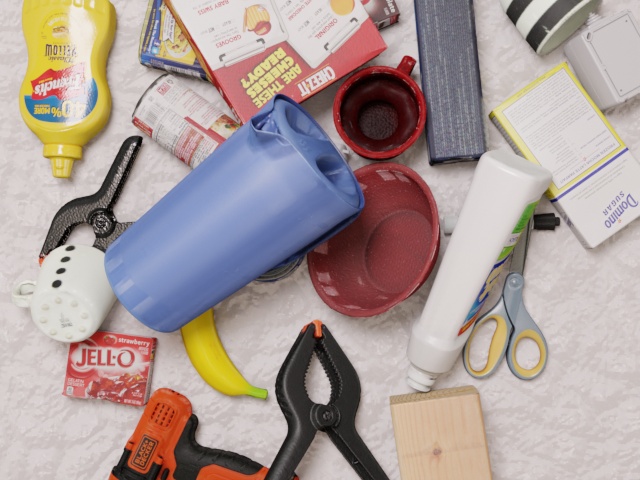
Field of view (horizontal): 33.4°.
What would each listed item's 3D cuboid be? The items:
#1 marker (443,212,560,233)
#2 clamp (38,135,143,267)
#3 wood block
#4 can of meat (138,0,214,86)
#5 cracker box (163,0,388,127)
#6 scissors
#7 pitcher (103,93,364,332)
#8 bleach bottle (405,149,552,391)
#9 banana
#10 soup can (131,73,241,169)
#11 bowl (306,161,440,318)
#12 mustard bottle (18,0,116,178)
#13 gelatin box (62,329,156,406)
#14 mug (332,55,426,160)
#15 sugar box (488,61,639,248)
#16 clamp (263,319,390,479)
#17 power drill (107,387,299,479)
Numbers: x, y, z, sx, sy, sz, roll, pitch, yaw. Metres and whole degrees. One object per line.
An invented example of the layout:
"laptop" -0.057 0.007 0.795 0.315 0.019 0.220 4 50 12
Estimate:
"marker" 0.190 -0.018 1.117 0.121 0.020 0.020 -1 87 3
"clamp" -0.228 -0.031 1.131 0.171 0.039 0.120 -24 83 2
"wood block" 0.129 0.257 1.073 0.091 0.090 0.206 -8 87 3
"can of meat" -0.140 -0.223 1.127 0.084 0.057 0.102 14 88 5
"cracker box" -0.060 -0.237 1.063 0.164 0.072 0.213 -32 95 -4
"scissors" 0.215 0.058 1.106 0.096 0.016 0.202 26 95 -1
"pitcher" -0.081 -0.014 1.029 0.243 0.145 0.149 -37 99 17
"bleach bottle" 0.148 0.036 1.075 0.068 0.102 0.251 27 107 17
"banana" -0.116 0.081 1.123 0.069 0.037 0.198 -17 87 -12
"soup can" -0.138 -0.119 1.116 0.102 0.068 0.068 36 89 4
"bowl" 0.065 0.004 1.083 0.162 0.055 0.162 -14 67 36
"mustard bottle" -0.270 -0.162 1.130 0.096 0.058 0.191 2 88 3
"gelatin box" -0.223 0.133 1.127 0.089 0.030 0.073 8 87 3
"mug" 0.066 -0.137 1.099 0.093 0.081 0.117 26 89 4
"sugar box" 0.263 -0.087 1.105 0.093 0.048 0.176 -35 90 2
"clamp" -0.008 0.186 1.082 0.164 0.036 0.210 -4 75 -28
"power drill" -0.128 0.269 1.101 0.187 0.057 0.184 25 89 4
